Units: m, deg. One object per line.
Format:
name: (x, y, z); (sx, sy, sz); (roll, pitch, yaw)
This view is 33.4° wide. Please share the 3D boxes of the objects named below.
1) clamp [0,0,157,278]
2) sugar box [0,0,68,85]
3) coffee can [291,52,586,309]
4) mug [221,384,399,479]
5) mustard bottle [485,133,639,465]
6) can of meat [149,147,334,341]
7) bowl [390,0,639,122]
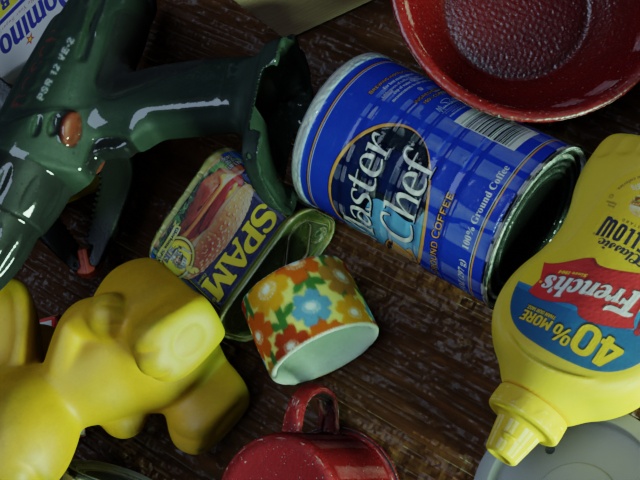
clamp: (-0.174, -0.080, 0.757); (0.164, 0.036, 0.210); (-18, 83, -7)
sugar box: (-0.225, -0.215, 0.841); (0.093, 0.048, 0.176); (-27, 68, 19)
coffee can: (0.068, -0.037, 0.627); (0.140, 0.102, 0.103); (31, 94, 28)
mug: (-0.007, 0.145, 0.639); (0.093, 0.081, 0.117); (2, 80, 26)
mustard bottle: (0.147, 0.037, 0.568); (0.096, 0.058, 0.191); (29, 75, 29)
can of meat: (-0.055, 0.001, 0.707); (0.084, 0.057, 0.102); (40, 98, 29)
bowl: (0.117, -0.142, 0.611); (0.162, 0.055, 0.162); (0, 84, -1)
